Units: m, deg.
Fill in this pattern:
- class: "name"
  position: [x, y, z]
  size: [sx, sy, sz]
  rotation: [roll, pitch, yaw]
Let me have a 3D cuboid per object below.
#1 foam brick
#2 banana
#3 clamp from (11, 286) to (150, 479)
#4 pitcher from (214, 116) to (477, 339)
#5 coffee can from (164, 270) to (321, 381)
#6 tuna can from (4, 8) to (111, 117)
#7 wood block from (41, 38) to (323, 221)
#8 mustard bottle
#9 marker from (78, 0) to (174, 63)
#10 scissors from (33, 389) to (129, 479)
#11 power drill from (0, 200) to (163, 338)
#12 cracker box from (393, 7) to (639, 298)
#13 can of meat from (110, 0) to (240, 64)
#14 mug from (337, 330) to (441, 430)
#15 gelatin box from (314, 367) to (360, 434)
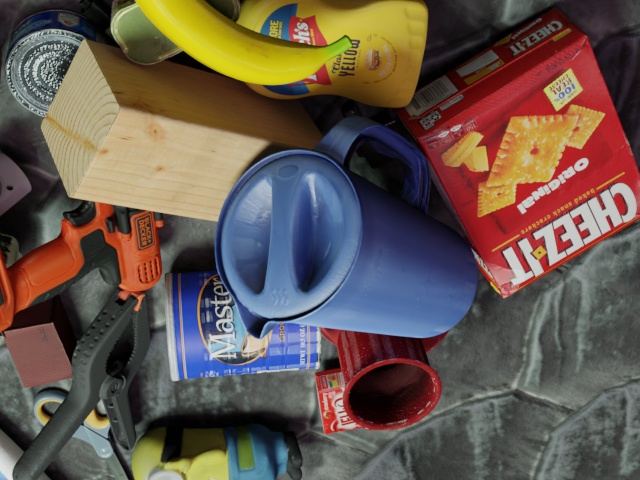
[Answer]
- class: "foam brick"
  position: [-0.271, 0.094, 1.032]
  size: [0.053, 0.051, 0.078]
  rotation: [-10, 129, -2]
- class: "banana"
  position: [-0.075, -0.161, 0.768]
  size: [0.197, 0.037, 0.070]
  rotation: [24, 103, -26]
- class: "clamp"
  position: [-0.220, 0.142, 1.038]
  size: [0.036, 0.164, 0.210]
  rotation: [28, 114, 24]
- class: "pitcher"
  position: [0.040, 0.006, 0.885]
  size: [0.149, 0.145, 0.242]
  rotation: [-25, 157, 27]
- class: "coffee can"
  position: [-0.075, 0.077, 1.016]
  size: [0.140, 0.103, 0.103]
  rotation: [-4, 128, -6]
- class: "tuna can"
  position: [-0.213, -0.142, 0.869]
  size: [0.086, 0.034, 0.086]
  rotation: [-4, 128, -6]
- class: "wood block"
  position: [-0.103, -0.079, 0.859]
  size: [0.205, 0.091, 0.090]
  rotation: [9, 128, -40]
- class: "mustard bottle"
  position: [-0.014, -0.162, 0.869]
  size: [0.191, 0.058, 0.096]
  rotation: [3, 125, -10]
- class: "marker"
  position: [-0.149, -0.158, 0.876]
  size: [0.020, 0.020, 0.121]
  rotation: [-39, 124, 20]
- class: "scissors"
  position: [-0.254, 0.220, 1.156]
  size: [0.096, 0.016, 0.202]
  rotation: [-1, 128, -6]
- class: "power drill"
  position: [-0.220, -0.014, 0.902]
  size: [0.187, 0.057, 0.184]
  rotation: [-25, 125, -32]
- class: "cracker box"
  position: [0.185, -0.071, 0.948]
  size: [0.164, 0.072, 0.213]
  rotation: [-31, 127, 4]
- class: "can of meat"
  position: [-0.112, -0.187, 0.817]
  size: [0.102, 0.084, 0.057]
  rotation: [-24, 127, 10]
- class: "mug"
  position: [0.058, 0.128, 1.017]
  size: [0.093, 0.081, 0.117]
  rotation: [7, 126, -14]
- class: "gelatin box"
  position: [0.034, 0.170, 1.142]
  size: [0.073, 0.030, 0.089]
  rotation: [-9, 139, -3]
